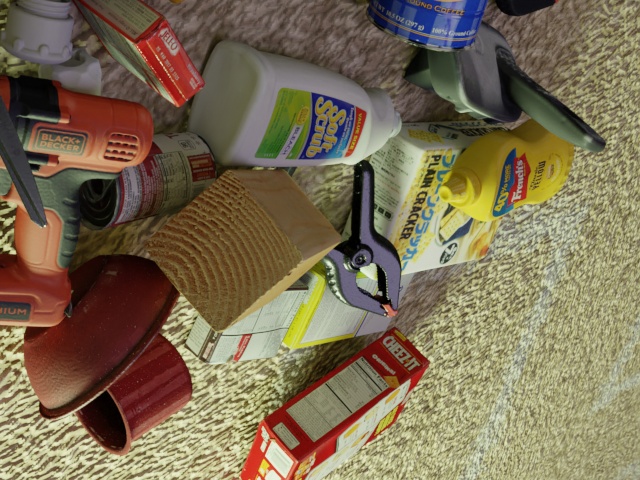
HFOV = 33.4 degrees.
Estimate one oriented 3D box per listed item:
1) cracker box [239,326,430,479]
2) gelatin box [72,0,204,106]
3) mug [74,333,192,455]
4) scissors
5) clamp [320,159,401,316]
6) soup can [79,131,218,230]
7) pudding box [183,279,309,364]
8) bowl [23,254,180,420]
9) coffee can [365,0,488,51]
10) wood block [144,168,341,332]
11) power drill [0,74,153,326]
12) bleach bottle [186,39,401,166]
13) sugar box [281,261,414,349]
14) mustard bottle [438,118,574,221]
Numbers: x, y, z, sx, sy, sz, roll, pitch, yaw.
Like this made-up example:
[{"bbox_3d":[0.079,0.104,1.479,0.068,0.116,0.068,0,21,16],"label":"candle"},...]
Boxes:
[{"bbox_3d":[0.014,0.212,1.263,0.213,0.072,0.164,-32,158,-30],"label":"cracker box"},{"bbox_3d":[-0.127,-0.141,0.743,0.030,0.089,0.073,-46,147,-10],"label":"gelatin box"},{"bbox_3d":[-0.175,0.137,0.971,0.081,0.093,0.117,-31,174,-38],"label":"mug"},{"bbox_3d":[-0.226,-0.100,0.646,0.096,0.016,0.202,-10,100,-28],"label":"scissors"},{"bbox_3d":[0.022,0.014,1.073,0.120,0.039,0.171,-24,114,-3],"label":"clamp"},{"bbox_3d":[-0.139,-0.049,0.840,0.102,0.069,0.069,-13,131,-46],"label":"soup can"},{"bbox_3d":[-0.073,0.077,1.076,0.113,0.039,0.090,-1,121,-54],"label":"pudding box"},{"bbox_3d":[-0.185,0.063,0.852,0.162,0.162,0.055,-47,111,-9],"label":"bowl"},{"bbox_3d":[0.106,-0.249,0.922,0.102,0.103,0.140,-17,134,-43],"label":"coffee can"},{"bbox_3d":[-0.056,0.002,0.880,0.091,0.090,0.206,-41,177,9],"label":"wood block"},{"bbox_3d":[-0.223,-0.027,0.736,0.184,0.057,0.188,7,126,-26],"label":"power drill"},{"bbox_3d":[-0.004,-0.116,0.953,0.250,0.068,0.103,-6,126,-52],"label":"bleach bottle"},{"bbox_3d":[0.027,0.063,1.183,0.175,0.048,0.093,-6,126,-54],"label":"sugar box"},{"bbox_3d":[0.190,-0.071,1.122,0.191,0.058,0.096,-19,130,-41],"label":"mustard bottle"}]
